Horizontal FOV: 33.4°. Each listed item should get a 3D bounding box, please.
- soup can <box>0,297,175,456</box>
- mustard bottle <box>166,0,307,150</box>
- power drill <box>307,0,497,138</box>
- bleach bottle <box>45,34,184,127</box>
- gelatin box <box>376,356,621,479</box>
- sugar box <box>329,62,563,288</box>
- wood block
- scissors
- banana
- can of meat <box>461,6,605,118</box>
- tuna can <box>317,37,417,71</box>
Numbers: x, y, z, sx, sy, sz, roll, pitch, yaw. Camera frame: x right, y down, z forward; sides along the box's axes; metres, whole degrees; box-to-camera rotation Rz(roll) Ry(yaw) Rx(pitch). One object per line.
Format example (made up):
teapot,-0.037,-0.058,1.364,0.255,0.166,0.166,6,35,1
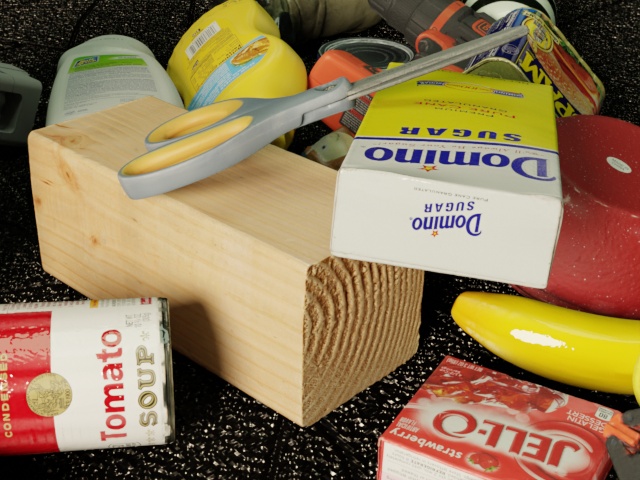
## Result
soup can,-0.117,0.061,0.474,0.102,0.068,0.068,-3,29,-9
mustard bottle,-0.057,-0.107,0.764,0.096,0.058,0.192,-42,32,9
power drill,0.072,-0.131,0.799,0.184,0.057,0.187,38,44,16
bleach bottle,-0.142,-0.098,0.768,0.102,0.068,0.251,-3,27,-9
gelatin box,0.080,0.091,0.470,0.089,0.030,0.073,17,32,25
sugar box,0.064,-0.039,0.506,0.093,0.048,0.176,9,22,6
wood block,-0.054,0.001,0.563,0.206,0.090,0.090,24,36,35
scissors,-0.006,-0.071,0.524,0.201,0.016,0.096,-25,23,-9
banana,0.168,0.049,0.540,0.197,0.037,0.069,-4,41,-6
can of meat,0.144,-0.099,0.729,0.058,0.102,0.083,-29,20,42
tuna can,0.039,-0.139,0.881,0.086,0.034,0.086,2,29,-1
